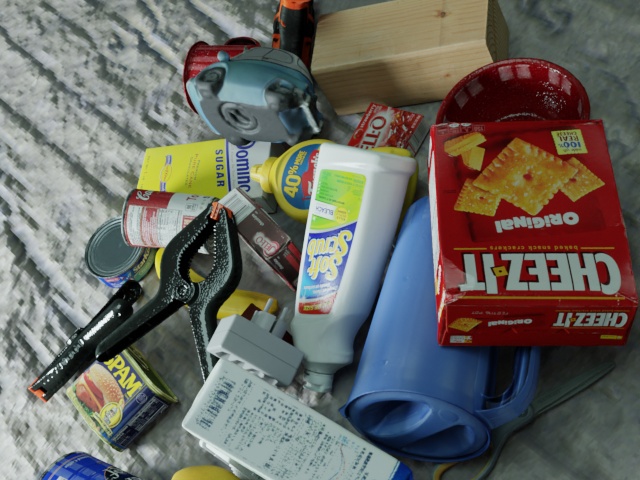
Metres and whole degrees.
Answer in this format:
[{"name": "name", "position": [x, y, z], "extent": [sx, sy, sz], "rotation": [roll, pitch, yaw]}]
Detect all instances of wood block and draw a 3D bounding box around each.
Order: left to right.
[{"name": "wood block", "position": [0.103, -0.218, 1.227], "extent": [0.206, 0.090, 0.091], "rotation": [-6, 58, 24]}]

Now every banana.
[{"name": "banana", "position": [-0.132, 0.049, 1.216], "extent": [0.198, 0.037, 0.069], "rotation": [34, 80, 37]}]

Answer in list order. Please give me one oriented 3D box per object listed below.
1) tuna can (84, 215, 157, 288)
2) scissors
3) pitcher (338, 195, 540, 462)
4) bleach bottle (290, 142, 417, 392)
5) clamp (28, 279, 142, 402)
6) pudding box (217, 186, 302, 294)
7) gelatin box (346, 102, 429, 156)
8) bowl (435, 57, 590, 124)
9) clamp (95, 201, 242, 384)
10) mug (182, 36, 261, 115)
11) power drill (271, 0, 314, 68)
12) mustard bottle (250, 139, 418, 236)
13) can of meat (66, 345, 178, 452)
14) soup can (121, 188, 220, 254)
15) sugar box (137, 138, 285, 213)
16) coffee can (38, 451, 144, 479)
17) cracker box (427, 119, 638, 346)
[{"name": "tuna can", "position": [-0.241, 0.014, 1.292], "extent": [0.086, 0.033, 0.086], "rotation": [-12, 57, 19]}, {"name": "scissors", "position": [0.174, 0.157, 1.013], "extent": [0.201, 0.016, 0.096], "rotation": [-43, 52, -3]}, {"name": "pitcher", "position": [0.121, 0.076, 1.008], "extent": [0.149, 0.145, 0.242], "rotation": [18, 56, -3]}, {"name": "bleach bottle", "position": [0.025, 0.032, 1.081], "extent": [0.103, 0.067, 0.251], "rotation": [15, 97, 44]}, {"name": "clamp", "position": [-0.266, 0.112, 1.228], "extent": [0.171, 0.120, 0.039], "rotation": [-43, 94, 13]}, {"name": "pudding box", "position": [-0.058, 0.001, 1.174], "extent": [0.039, 0.090, 0.114], "rotation": [-41, 52, -4]}, {"name": "gelatin box", "position": [0.071, -0.108, 1.214], "extent": [0.073, 0.030, 0.089], "rotation": [19, 71, 34]}, {"name": "bowl", "position": [0.206, -0.115, 1.130], "extent": [0.162, 0.055, 0.162], "rotation": [-10, 57, 15]}, {"name": "clamp", "position": [-0.148, 0.059, 1.128], "extent": [0.165, 0.036, 0.210], "rotation": [10, 80, 23]}, {"name": "mug", "position": [-0.109, -0.210, 1.332], "extent": [0.082, 0.093, 0.117], "rotation": [4, 52, 23]}, {"name": "power drill", "position": [-0.028, -0.293, 1.282], "extent": [0.057, 0.188, 0.184], "rotation": [4, 61, -1]}, {"name": "mustard bottle", "position": [0.007, -0.063, 1.172], "extent": [0.192, 0.058, 0.096], "rotation": [10, 75, 29]}, {"name": "can of meat", "position": [-0.220, 0.169, 1.175], "extent": [0.084, 0.057, 0.102], "rotation": [-45, 53, -2]}, {"name": "soup can", "position": [-0.169, -0.022, 1.228], "extent": [0.102, 0.068, 0.068], "rotation": [6, 63, 12]}, {"name": "sugar box", "position": [-0.134, -0.074, 1.285], "extent": [0.176, 0.048, 0.093], "rotation": [-7, 58, 24]}, {"name": "coffee can", "position": [-0.208, 0.283, 1.071], "extent": [0.140, 0.102, 0.102], "rotation": [15, 69, 32]}, {"name": "cracker box", "position": [0.183, -0.012, 0.958], "extent": [0.164, 0.072, 0.213], "rotation": [-1, 52, 2]}]
